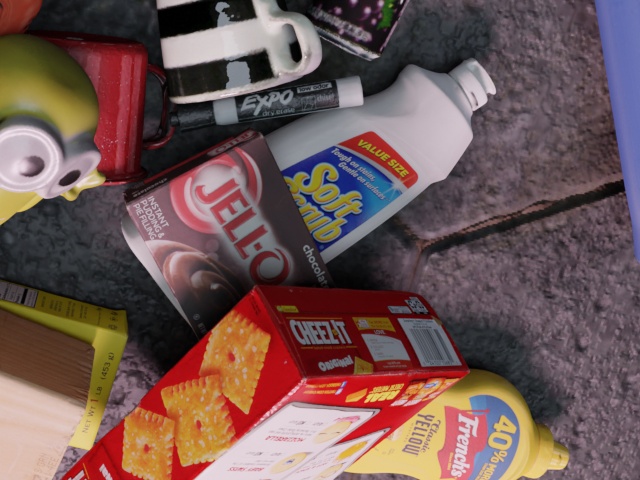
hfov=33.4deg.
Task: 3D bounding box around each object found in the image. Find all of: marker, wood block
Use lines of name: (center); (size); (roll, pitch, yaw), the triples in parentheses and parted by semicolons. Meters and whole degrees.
marker: (-0.034, -0.085, 0.666); (0.121, 0.020, 0.020); (-9, 110, -1)
wood block: (-0.248, 0.078, 0.632); (0.206, 0.091, 0.090); (25, 103, -15)

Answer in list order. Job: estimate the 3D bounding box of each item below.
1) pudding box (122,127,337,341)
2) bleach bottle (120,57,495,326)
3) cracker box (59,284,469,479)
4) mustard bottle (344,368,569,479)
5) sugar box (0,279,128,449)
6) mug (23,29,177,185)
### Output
pudding box: (-0.054, 0.001, 0.645); (0.090, 0.039, 0.113); (-28, 112, -6)
bleach bottle: (0.000, -0.044, 0.700); (0.251, 0.068, 0.102); (-35, 112, 0)
cracker box: (-0.037, 0.115, 0.668); (0.163, 0.072, 0.214); (5, 139, -50)
mustard bottle: (0.096, 0.138, 0.782); (0.191, 0.058, 0.096); (17, 105, -16)
sugar box: (-0.224, 0.072, 0.706); (0.176, 0.048, 0.093); (15, 106, -16)
mug: (-0.138, -0.083, 0.652); (0.117, 0.093, 0.081); (-4, 106, -37)
